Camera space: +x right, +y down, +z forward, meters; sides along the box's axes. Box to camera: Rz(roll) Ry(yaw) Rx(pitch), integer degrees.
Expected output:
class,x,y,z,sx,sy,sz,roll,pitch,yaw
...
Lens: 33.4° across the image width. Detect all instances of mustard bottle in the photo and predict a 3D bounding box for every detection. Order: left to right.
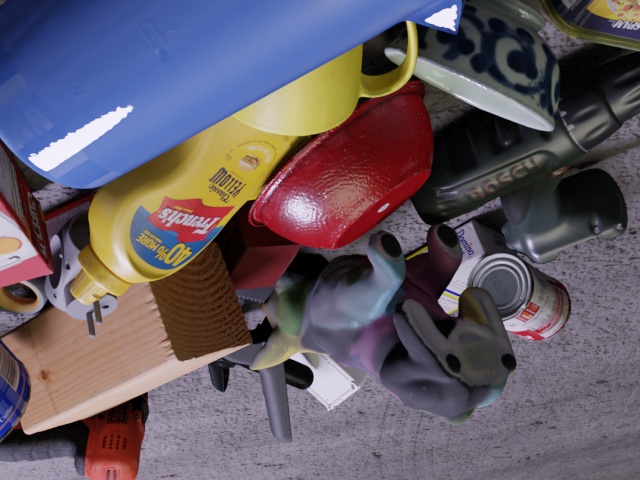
class,x,y,z,sx,sy,sz,roll,pitch,yaw
mustard bottle,-0.099,-0.029,0.720,0.192,0.058,0.096,-45,149,6

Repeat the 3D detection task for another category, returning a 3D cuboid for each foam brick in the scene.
class,x,y,z,sx,sy,sz,roll,pitch,yaw
foam brick,-0.056,0.001,0.884,0.051,0.053,0.078,-3,150,-26

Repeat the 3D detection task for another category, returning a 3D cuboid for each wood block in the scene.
class,x,y,z,sx,sy,sz,roll,pitch,yaw
wood block,-0.168,0.083,0.888,0.206,0.091,0.090,-27,169,36

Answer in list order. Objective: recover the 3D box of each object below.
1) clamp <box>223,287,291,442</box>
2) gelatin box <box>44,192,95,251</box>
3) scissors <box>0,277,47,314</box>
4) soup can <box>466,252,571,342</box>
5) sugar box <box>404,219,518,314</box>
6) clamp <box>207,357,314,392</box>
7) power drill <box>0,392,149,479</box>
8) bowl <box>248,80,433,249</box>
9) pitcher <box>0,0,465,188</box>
class,x,y,z,sx,sy,sz,roll,pitch,yaw
clamp,-0.045,0.099,1.007,0.209,0.036,0.164,33,99,-33
gelatin box,-0.185,0.004,0.840,0.073,0.030,0.089,-23,153,12
scissors,-0.271,0.056,0.867,0.096,0.016,0.202,24,144,-3
soup can,0.190,0.055,1.019,0.069,0.068,0.102,-29,152,23
sugar box,0.108,0.046,1.077,0.176,0.048,0.093,-33,150,23
clamp,-0.099,0.112,1.066,0.120,0.039,0.171,-18,137,33
power drill,-0.257,0.164,1.010,0.187,0.184,0.057,2,114,-7
bowl,0.028,-0.043,0.774,0.162,0.055,0.162,-37,171,-7
pitcher,-0.063,-0.132,0.525,0.243,0.149,0.144,-28,157,26
